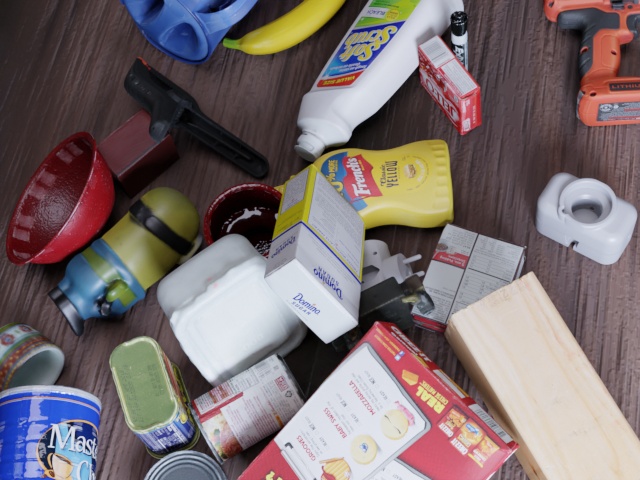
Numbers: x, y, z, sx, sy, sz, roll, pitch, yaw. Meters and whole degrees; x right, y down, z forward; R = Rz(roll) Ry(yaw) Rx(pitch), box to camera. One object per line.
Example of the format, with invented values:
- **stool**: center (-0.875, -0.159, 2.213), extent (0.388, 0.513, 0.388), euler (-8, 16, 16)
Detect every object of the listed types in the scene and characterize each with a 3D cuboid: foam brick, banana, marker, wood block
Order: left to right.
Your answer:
- **foam brick**: center (-0.208, -0.098, 1.204), extent (0.078, 0.053, 0.051), euler (-42, 65, -14)
- **banana**: center (-0.022, -0.275, 1.275), extent (0.197, 0.037, 0.070), euler (-35, 65, -10)
- **marker**: center (0.152, -0.209, 1.169), extent (0.020, 0.121, 0.020), euler (-3, 63, 6)
- **wood block**: center (0.205, 0.145, 0.978), extent (0.090, 0.091, 0.206), euler (-28, 75, -5)

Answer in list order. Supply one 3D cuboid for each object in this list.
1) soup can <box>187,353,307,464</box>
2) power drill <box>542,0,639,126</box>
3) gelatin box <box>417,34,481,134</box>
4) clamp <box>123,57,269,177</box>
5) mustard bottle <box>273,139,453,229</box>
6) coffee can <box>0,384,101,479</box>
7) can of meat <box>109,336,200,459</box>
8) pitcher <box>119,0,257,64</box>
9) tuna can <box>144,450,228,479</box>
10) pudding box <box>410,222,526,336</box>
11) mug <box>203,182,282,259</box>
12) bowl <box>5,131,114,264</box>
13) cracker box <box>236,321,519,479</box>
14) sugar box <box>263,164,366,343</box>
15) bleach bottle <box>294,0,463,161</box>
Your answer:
- **soup can**: center (-0.069, 0.163, 1.043), extent (0.102, 0.068, 0.068), euler (-29, 63, -7)
- **power drill**: center (0.347, -0.220, 1.184), extent (0.184, 0.057, 0.187), euler (-5, 60, 10)
- **gelatin box**: center (0.142, -0.171, 1.178), extent (0.030, 0.073, 0.089), euler (-30, 64, -6)
- **clamp**: center (-0.155, -0.142, 1.199), extent (0.036, 0.164, 0.210), euler (-56, 43, 14)
- **mustard bottle**: center (0.044, -0.055, 1.143), extent (0.191, 0.058, 0.096), euler (-5, 60, 6)
- **coffee can**: center (-0.267, 0.221, 1.023), extent (0.103, 0.103, 0.140), euler (-5, 63, 6)
- **can of meat**: center (-0.165, 0.154, 1.053), extent (0.057, 0.084, 0.102), euler (-22, 62, -3)
- **pitcher**: center (-0.113, -0.336, 1.268), extent (0.149, 0.145, 0.242), euler (35, 69, 1)
- **tuna can**: center (-0.128, 0.248, 1.028), extent (0.086, 0.034, 0.086), euler (-3, 63, 6)
- **pudding box**: center (0.151, 0.046, 1.087), extent (0.090, 0.039, 0.113), euler (18, 70, 14)
- **mug**: center (-0.057, 0.001, 1.115), extent (0.117, 0.081, 0.093), euler (11, 65, 13)
- **bowl**: center (-0.272, -0.035, 1.155), extent (0.162, 0.055, 0.162), euler (-32, 41, 32)
- **cracker box**: center (0.047, 0.205, 0.959), extent (0.164, 0.072, 0.214), euler (43, 99, 18)
- **sugar box**: center (-0.002, 0.009, 1.026), extent (0.048, 0.093, 0.176), euler (-33, 23, 26)
- **bleach bottle**: center (0.056, -0.192, 1.201), extent (0.103, 0.068, 0.250), euler (19, 68, 40)
